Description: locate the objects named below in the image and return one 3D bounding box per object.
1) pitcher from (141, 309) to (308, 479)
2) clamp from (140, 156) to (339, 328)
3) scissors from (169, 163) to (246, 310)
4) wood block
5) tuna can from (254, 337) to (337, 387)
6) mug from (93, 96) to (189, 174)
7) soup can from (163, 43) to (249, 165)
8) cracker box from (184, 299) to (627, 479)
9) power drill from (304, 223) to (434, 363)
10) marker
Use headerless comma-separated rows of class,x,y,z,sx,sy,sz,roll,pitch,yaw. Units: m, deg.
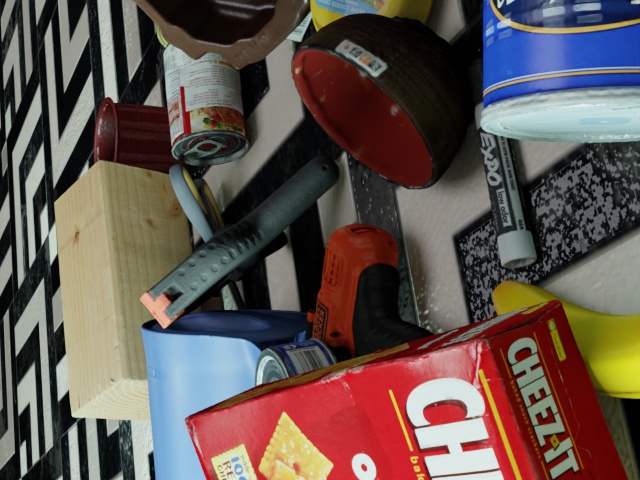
pitcher,-0.066,0.172,0.794,0.149,0.145,0.243,-16,-75,-75
clamp,-0.055,0.001,0.771,0.039,0.171,0.120,42,134,8
scissors,-0.092,0.010,0.927,0.096,0.016,0.202,54,-169,-48
wood block,-0.169,0.045,0.941,0.091,0.090,0.206,-34,57,40
tuna can,-0.012,0.105,0.665,0.086,0.033,0.086,172,90,-68
mug,-0.180,-0.089,1.093,0.093,0.081,0.117,118,144,-43
soup can,-0.102,-0.126,0.950,0.069,0.068,0.102,139,128,-57
cracker box,0.042,0.136,0.520,0.214,0.071,0.164,-22,87,45
power drill,0.043,0.103,0.647,0.188,0.057,0.184,-138,48,-56
marker,0.098,-0.045,0.585,0.020,0.020,0.121,140,126,-58
